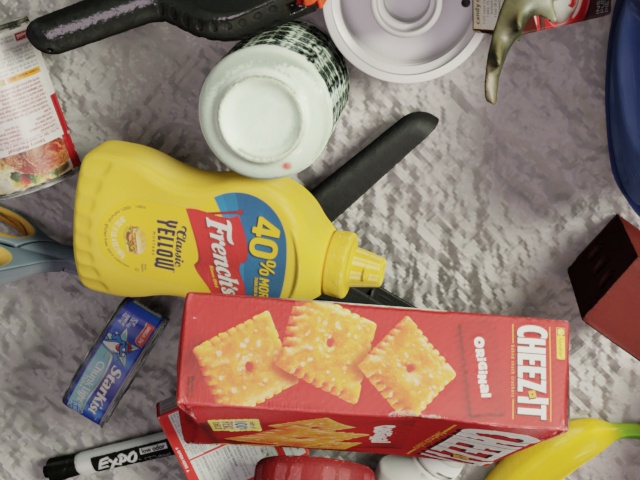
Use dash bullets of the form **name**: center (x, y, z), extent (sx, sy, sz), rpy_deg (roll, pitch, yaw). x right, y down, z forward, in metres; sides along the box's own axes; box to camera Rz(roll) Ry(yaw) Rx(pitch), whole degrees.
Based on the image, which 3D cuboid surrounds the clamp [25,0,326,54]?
- **clamp**: center (-0.085, -0.146, 0.614), extent (0.172, 0.039, 0.120), rpy_deg (16, 76, 17)

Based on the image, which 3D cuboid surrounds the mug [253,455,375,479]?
- **mug**: center (0.005, 0.189, 0.702), extent (0.117, 0.093, 0.081), rpy_deg (3, 70, 6)

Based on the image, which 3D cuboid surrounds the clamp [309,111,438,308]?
- **clamp**: center (-0.008, 0.014, 0.706), extent (0.210, 0.036, 0.164), rpy_deg (-11, 107, 13)

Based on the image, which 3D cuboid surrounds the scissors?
- **scissors**: center (-0.170, 0.021, 0.703), extent (0.202, 0.096, 0.016), rpy_deg (22, 120, 2)

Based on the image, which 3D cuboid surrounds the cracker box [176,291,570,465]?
- **cracker box**: center (0.022, 0.090, 0.645), extent (0.213, 0.164, 0.072), rpy_deg (6, 72, -5)

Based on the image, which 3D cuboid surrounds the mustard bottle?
- **mustard bottle**: center (-0.054, 0.001, 0.659), extent (0.192, 0.058, 0.096), rpy_deg (11, 112, 10)

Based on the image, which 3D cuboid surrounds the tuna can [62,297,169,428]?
- **tuna can**: center (-0.138, 0.081, 0.721), extent (0.033, 0.086, 0.086), rpy_deg (31, 110, -4)

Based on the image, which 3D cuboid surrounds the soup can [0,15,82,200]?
- **soup can**: center (-0.200, -0.084, 0.678), extent (0.068, 0.068, 0.102), rpy_deg (-13, 107, 11)

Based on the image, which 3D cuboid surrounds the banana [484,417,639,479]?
- **banana**: center (0.141, 0.189, 0.752), extent (0.069, 0.037, 0.198), rpy_deg (35, 110, -6)

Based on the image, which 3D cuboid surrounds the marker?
- **marker**: center (-0.149, 0.157, 0.785), extent (0.121, 0.020, 0.020), rpy_deg (-15, 107, 12)

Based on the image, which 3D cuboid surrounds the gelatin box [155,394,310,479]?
- **gelatin box**: center (-0.060, 0.132, 0.750), extent (0.089, 0.030, 0.073), rpy_deg (-24, 106, -3)
